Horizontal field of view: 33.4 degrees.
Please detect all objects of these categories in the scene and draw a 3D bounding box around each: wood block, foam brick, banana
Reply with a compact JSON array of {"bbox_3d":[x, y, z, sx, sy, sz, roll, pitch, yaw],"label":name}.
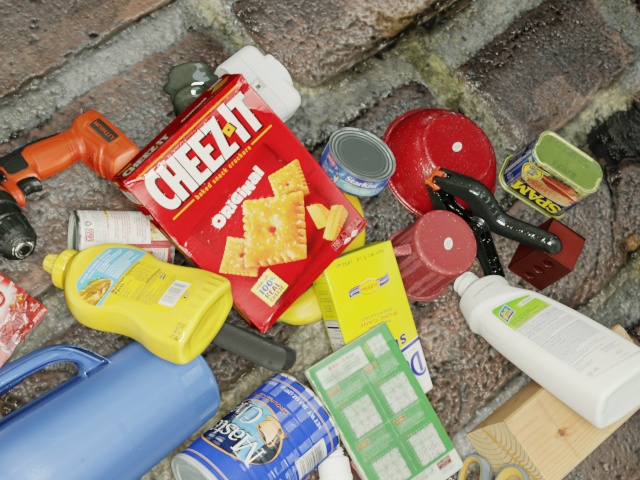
[{"bbox_3d":[0.282,0.194,1.224,0.205,0.090,0.091,-32,85,-29],"label":"wood block"},{"bbox_3d":[0.274,0.017,1.298,0.053,0.078,0.051,33,62,-4],"label":"foam brick"},{"bbox_3d":[0.011,0.027,1.214,0.069,0.037,0.197,36,61,-5],"label":"banana"}]

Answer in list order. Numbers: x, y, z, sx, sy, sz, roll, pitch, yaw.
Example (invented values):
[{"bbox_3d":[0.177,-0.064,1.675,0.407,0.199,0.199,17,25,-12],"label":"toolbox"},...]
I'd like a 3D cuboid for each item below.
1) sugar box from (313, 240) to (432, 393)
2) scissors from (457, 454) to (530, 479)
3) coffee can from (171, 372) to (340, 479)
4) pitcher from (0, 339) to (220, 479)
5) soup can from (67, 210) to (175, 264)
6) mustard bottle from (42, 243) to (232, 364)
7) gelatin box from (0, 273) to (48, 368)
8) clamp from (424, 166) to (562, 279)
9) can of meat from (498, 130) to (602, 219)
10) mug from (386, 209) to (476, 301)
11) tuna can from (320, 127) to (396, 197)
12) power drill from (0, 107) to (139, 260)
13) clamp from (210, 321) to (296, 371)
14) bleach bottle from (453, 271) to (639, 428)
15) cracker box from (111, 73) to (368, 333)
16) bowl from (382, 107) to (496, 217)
[{"bbox_3d":[0.056,0.097,1.173,0.093,0.048,0.176,-20,93,-27],"label":"sugar box"},{"bbox_3d":[0.191,0.328,1.144,0.016,0.096,0.202,21,56,-49],"label":"scissors"},{"bbox_3d":[-0.064,0.215,1.073,0.140,0.103,0.103,-38,86,-29],"label":"coffee can"},{"bbox_3d":[-0.220,0.177,1.011,0.145,0.149,0.242,41,55,21],"label":"pitcher"},{"bbox_3d":[-0.210,0.002,1.120,0.102,0.069,0.068,0,70,-21],"label":"soup can"},{"bbox_3d":[-0.188,0.049,1.032,0.192,0.058,0.096,19,50,21],"label":"mustard bottle"},{"bbox_3d":[-0.328,0.083,1.064,0.073,0.030,0.089,37,61,-4],"label":"gelatin box"},{"bbox_3d":[0.197,-0.022,1.243,0.171,0.120,0.039,47,43,-13],"label":"clamp"},{"bbox_3d":[0.290,-0.082,1.338,0.102,0.084,0.057,32,62,-7],"label":"can of meat"},{"bbox_3d":[0.118,0.015,1.234,0.117,0.082,0.093,-2,71,-22],"label":"mug"},{"bbox_3d":[0.044,-0.092,1.260,0.086,0.034,0.086,15,44,-16],"label":"tuna can"},{"bbox_3d":[-0.280,-0.061,1.086,0.187,0.057,0.185,-23,47,-32],"label":"power drill"},{"bbox_3d":[-0.119,0.087,1.088,0.210,0.164,0.036,23,84,-2],"label":"clamp"},{"bbox_3d":[0.250,0.103,1.195,0.102,0.068,0.251,-28,43,-24],"label":"bleach bottle"},{"bbox_3d":[-0.078,-0.038,1.089,0.164,0.072,0.213,-45,110,-11],"label":"cracker box"},{"bbox_3d":[0.157,-0.102,1.311,0.162,0.055,0.162,8,67,-19],"label":"bowl"}]
